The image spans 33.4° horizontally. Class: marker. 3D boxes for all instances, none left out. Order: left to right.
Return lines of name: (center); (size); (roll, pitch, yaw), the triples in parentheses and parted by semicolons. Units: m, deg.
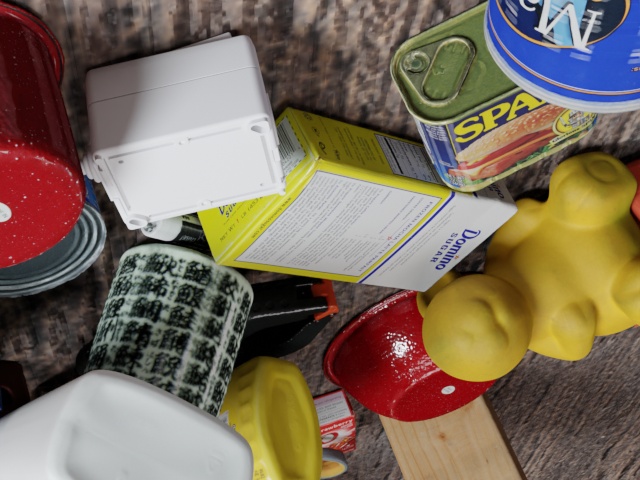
marker: (-0.054, 0.001, 0.631); (0.020, 0.020, 0.120); (-41, 144, 27)

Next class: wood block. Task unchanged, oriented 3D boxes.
wood block: (0.131, 0.218, 0.894); (0.090, 0.206, 0.090); (-27, 148, 7)

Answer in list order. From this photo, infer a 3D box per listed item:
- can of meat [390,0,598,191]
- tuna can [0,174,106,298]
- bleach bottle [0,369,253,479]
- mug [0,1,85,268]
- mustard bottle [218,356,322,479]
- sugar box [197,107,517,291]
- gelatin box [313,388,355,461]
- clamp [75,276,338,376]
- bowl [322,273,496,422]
can of meat: (0.097, -0.079, 0.571); (0.102, 0.057, 0.084); (-26, 151, 5)
tuna can: (-0.154, -0.009, 0.540); (0.086, 0.034, 0.086); (-16, 148, -11)
bleach bottle: (-0.139, 0.132, 0.570); (0.102, 0.068, 0.251); (33, 149, -20)
mug: (-0.154, -0.034, 0.456); (0.093, 0.081, 0.117); (15, 132, -45)
mustard bottle: (-0.082, 0.154, 0.714); (0.058, 0.096, 0.192); (15, 144, -42)
sugar box: (0.026, -0.018, 0.629); (0.175, 0.048, 0.093); (8, 138, -45)
gelatin box: (-0.016, 0.164, 0.889); (0.089, 0.030, 0.073); (-18, 148, -8)
clamp: (-0.061, 0.071, 0.708); (0.171, 0.039, 0.120); (-19, 157, 13)
bowl: (0.086, 0.094, 0.825); (0.162, 0.055, 0.162); (-16, 148, -11)
